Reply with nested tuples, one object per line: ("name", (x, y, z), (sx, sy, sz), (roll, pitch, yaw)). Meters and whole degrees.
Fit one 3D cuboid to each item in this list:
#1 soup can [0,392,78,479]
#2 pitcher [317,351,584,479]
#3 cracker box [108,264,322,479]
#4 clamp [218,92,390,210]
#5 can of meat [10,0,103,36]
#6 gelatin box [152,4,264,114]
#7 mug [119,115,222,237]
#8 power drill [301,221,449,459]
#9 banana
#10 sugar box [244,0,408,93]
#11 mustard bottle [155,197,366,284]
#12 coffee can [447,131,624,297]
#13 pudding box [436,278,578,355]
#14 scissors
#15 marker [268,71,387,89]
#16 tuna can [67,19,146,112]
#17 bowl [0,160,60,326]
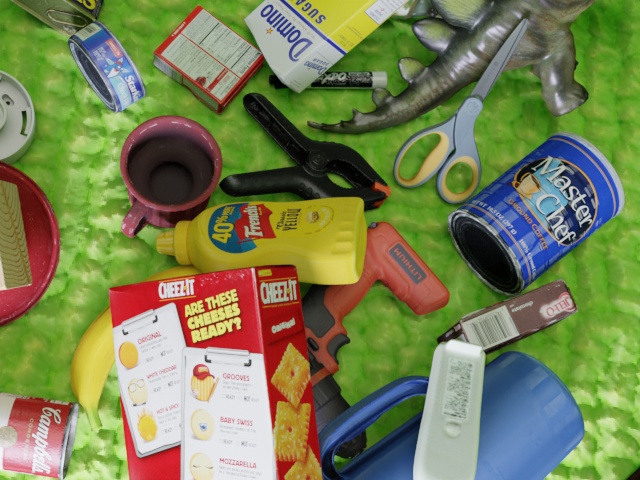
("soup can", (-0.268, 0.167, 0.931), (0.102, 0.068, 0.068), (10, 73, -6))
("pitcher", (0.111, 0.198, 0.949), (0.242, 0.149, 0.145), (-35, 58, -20))
("cracker box", (-0.088, 0.135, 0.905), (0.164, 0.072, 0.214), (-9, 86, 33))
("clamp", (-0.013, -0.080, 1.048), (0.171, 0.039, 0.120), (14, 64, -20))
("can of meat", (-0.254, -0.262, 1.042), (0.102, 0.058, 0.084), (31, 63, -40))
("gelatin box", (-0.112, -0.182, 1.073), (0.089, 0.030, 0.073), (37, 71, 2))
("mug", (-0.148, -0.051, 1.003), (0.093, 0.081, 0.117), (32, 72, 1))
("power drill", (0.030, 0.086, 1.005), (0.187, 0.057, 0.184), (-37, 83, -16))
("banana", (-0.168, 0.080, 0.990), (0.069, 0.037, 0.197), (45, 73, -15))
("sugar box", (0.015, -0.235, 1.040), (0.176, 0.048, 0.093), (-38, 59, 15))
("mustard bottle", (-0.056, 0.001, 0.976), (0.192, 0.058, 0.096), (-2, 38, 10))
("coffee can", (0.210, -0.026, 1.042), (0.140, 0.103, 0.103), (-37, 83, -16))
("pudding box", (0.176, 0.080, 1.013), (0.113, 0.090, 0.039), (-19, 77, -13))
("scissors", (0.158, -0.115, 1.048), (0.096, 0.016, 0.202), (42, 110, -14))
("marker", (0.008, -0.164, 1.092), (0.121, 0.020, 0.020), (-1, 75, -9))
("tuna can", (-0.205, -0.166, 1.024), (0.033, 0.086, 0.086), (-36, 83, -15))
("bowl", (-0.318, 0.003, 0.954), (0.162, 0.055, 0.162), (0, 90, -2))
